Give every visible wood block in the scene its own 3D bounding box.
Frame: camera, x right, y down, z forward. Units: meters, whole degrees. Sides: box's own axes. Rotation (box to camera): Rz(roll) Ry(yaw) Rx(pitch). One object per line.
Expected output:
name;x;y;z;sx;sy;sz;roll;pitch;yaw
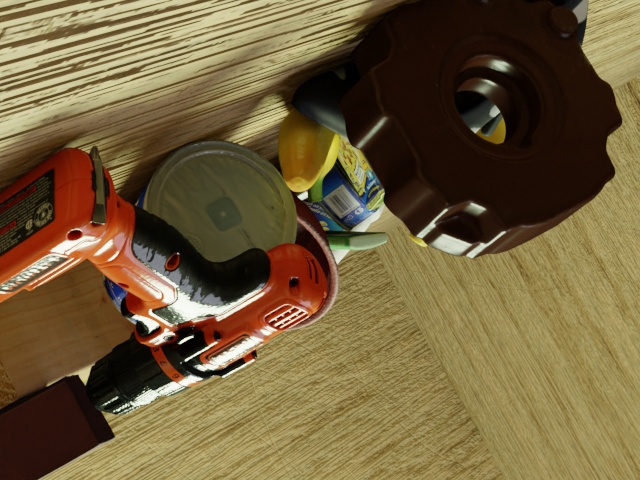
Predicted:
wood block;-0.221;0.074;0.810;0.091;0.090;0.205;-31;177;20

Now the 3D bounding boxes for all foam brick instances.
foam brick;-0.185;0.128;0.703;0.078;0.051;0.053;-29;176;-4

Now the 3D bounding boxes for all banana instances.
banana;-0.005;-0.066;0.757;0.037;0.069;0.197;-9;179;5

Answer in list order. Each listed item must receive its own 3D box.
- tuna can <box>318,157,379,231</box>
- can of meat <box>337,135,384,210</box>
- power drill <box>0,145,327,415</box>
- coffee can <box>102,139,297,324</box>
tuna can;0.015;-0.053;0.935;0.034;0.086;0.086;-35;175;14
can of meat;0.044;-0.077;0.854;0.057;0.084;0.102;-29;176;-9
power drill;-0.116;0.033;0.614;0.185;0.057;0.187;-32;141;23
coffee can;-0.089;0.002;0.748;0.102;0.103;0.140;-28;176;-28
